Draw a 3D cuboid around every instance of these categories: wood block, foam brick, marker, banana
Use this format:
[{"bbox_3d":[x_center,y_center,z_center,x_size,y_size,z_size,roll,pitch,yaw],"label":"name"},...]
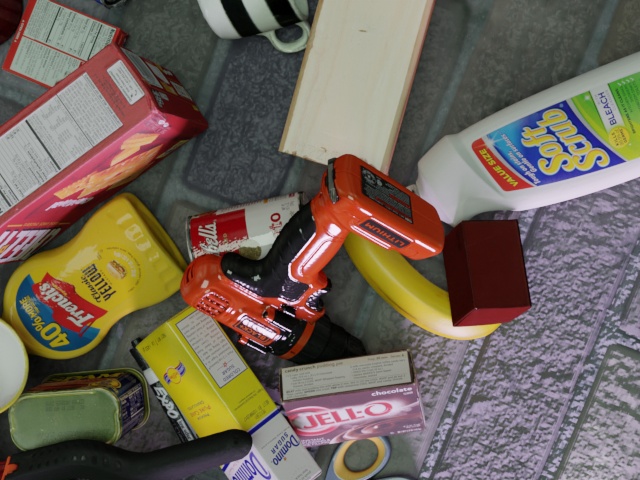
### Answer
[{"bbox_3d":[0.038,-0.160,0.876,0.090,0.091,0.206,16,95,4],"label":"wood block"},{"bbox_3d":[0.136,0.027,0.878,0.051,0.053,0.078,0,71,-15],"label":"foam brick"},{"bbox_3d":[-0.135,0.140,0.948,0.020,0.020,0.121,-30,90,7],"label":"marker"},{"bbox_3d":[0.078,0.028,0.913,0.198,0.037,0.069,35,67,0],"label":"banana"}]

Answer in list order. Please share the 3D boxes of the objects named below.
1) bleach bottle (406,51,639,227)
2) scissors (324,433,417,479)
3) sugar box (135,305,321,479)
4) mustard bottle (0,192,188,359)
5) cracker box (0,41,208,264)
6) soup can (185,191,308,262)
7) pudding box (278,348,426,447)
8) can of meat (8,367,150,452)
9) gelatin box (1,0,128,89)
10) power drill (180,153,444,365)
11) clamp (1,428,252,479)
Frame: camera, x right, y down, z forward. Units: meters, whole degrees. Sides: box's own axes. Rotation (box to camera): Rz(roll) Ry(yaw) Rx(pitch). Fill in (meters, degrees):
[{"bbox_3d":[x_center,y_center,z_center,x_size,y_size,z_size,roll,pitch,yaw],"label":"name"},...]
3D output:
[{"bbox_3d":[0.185,-0.068,0.882,0.251,0.068,0.102,-24,89,9],"label":"bleach bottle"},{"bbox_3d":[-0.011,0.226,0.942,0.202,0.016,0.096,-12,90,7],"label":"scissors"},{"bbox_3d":[-0.080,0.142,0.905,0.048,0.093,0.176,-32,87,-31],"label":"sugar box"},{"bbox_3d":[-0.216,0.048,0.931,0.192,0.058,0.096,-34,105,8],"label":"mustard bottle"},{"bbox_3d":[-0.208,-0.062,0.872,0.214,0.164,0.072,-36,87,7],"label":"cracker box"},{"bbox_3d":[-0.056,0.001,0.908,0.102,0.068,0.068,-13,92,6],"label":"soup can"},{"bbox_3d":[0.028,0.134,0.895,0.113,0.090,0.039,-11,55,5],"label":"pudding box"},{"bbox_3d":[-0.208,0.148,0.924,0.102,0.084,0.057,-5,93,6],"label":"can of meat"},{"bbox_3d":[-0.223,-0.166,0.935,0.089,0.030,0.073,23,94,4],"label":"gelatin box"},{"bbox_3d":[0.009,0.030,0.852,0.184,0.057,0.188,30,124,-28],"label":"power drill"},{"bbox_3d":[-0.155,0.196,0.878,0.210,0.036,0.165,11,133,-7],"label":"clamp"}]
